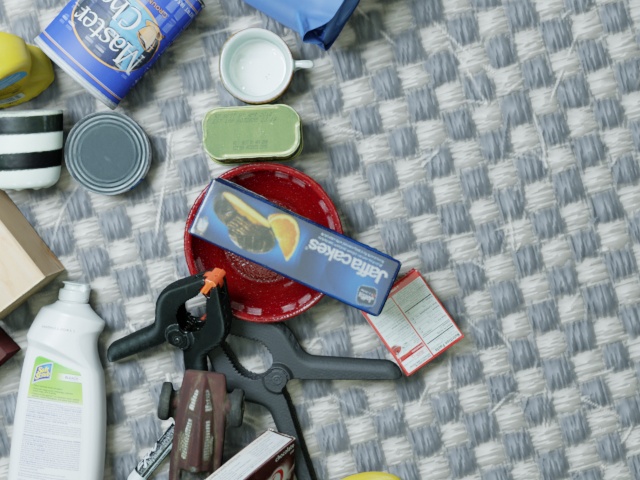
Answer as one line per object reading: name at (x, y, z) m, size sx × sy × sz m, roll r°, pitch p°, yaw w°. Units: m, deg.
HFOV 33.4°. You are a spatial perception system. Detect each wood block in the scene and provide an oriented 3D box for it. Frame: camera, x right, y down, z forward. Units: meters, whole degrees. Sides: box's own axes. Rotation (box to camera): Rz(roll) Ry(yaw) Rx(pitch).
wood block at (-0.363, -0.021, 1.070) m, size 0.090 × 0.091 × 0.206 m, roll -38°, pitch 93°, yaw 1°

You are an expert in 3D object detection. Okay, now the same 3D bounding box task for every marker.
marker at (-0.176, 0.230, 1.119) m, size 0.020 × 0.020 × 0.121 m, roll 39°, pitch 92°, yaw -2°

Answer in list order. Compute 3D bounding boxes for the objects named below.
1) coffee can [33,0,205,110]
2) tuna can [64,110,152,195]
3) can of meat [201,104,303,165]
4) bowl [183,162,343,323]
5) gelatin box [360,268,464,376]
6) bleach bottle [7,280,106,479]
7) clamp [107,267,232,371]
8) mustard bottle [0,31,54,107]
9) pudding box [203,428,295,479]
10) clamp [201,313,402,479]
coffee can at (-0.198, -0.215, 1.058) m, size 0.103 × 0.103 × 0.140 m, roll 42°, pitch 91°, yaw -2°
tuna can at (-0.217, -0.089, 1.098) m, size 0.086 × 0.034 × 0.086 m, roll 0°, pitch 92°, yaw -1°
can of meat at (-0.068, -0.107, 1.074) m, size 0.102 × 0.084 × 0.057 m, roll -3°, pitch 92°, yaw -1°
bowl at (-0.057, 0.001, 1.093) m, size 0.162 × 0.055 × 0.162 m, roll 0°, pitch 93°, yaw -1°
gelatin box at (0.094, 0.085, 1.112) m, size 0.073 × 0.030 × 0.089 m, roll -36°, pitch 93°, yaw -1°
bleach bottle at (-0.259, 0.168, 1.095) m, size 0.102 × 0.068 × 0.251 m, roll 8°, pitch 90°, yaw -2°
clamp at (-0.148, 0.091, 1.076) m, size 0.120 × 0.039 × 0.172 m, roll 22°, pitch 119°, yaw 0°
mustard bottle at (-0.321, -0.164, 1.014) m, size 0.096 × 0.191 × 0.058 m, roll -16°, pitch 93°, yaw -1°
pudding box at (-0.070, 0.254, 1.065) m, size 0.039 × 0.113 × 0.090 m, roll 18°, pitch 119°, yaw 26°
clamp at (-0.032, 0.135, 1.105) m, size 0.210 × 0.036 × 0.165 m, roll 43°, pitch 100°, yaw 0°
